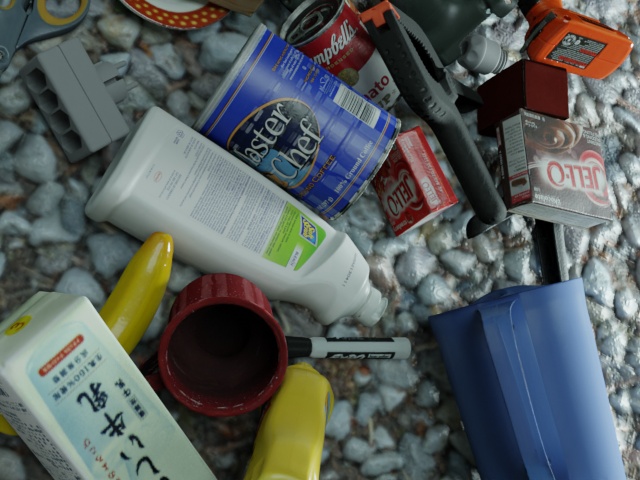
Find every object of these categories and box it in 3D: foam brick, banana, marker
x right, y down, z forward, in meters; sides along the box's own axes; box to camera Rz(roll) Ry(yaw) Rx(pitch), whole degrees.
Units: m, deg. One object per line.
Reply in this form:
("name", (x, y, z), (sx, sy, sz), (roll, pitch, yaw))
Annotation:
("foam brick", (0.190, -0.131, 1.010), (0.052, 0.078, 0.051), (8, 73, -23))
("banana", (-0.170, 0.077, 0.776), (0.037, 0.069, 0.197), (30, 62, 31))
("marker", (0.019, 0.090, 0.891), (0.120, 0.020, 0.020), (4, 73, -25))

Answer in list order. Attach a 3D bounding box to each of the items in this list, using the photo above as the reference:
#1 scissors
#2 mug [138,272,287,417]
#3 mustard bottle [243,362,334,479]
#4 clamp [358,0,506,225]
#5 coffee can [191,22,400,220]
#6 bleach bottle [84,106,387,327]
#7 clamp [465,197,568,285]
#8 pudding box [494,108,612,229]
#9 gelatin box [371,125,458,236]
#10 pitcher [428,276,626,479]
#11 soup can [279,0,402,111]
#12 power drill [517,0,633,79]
("scissors", (-0.234, -0.146, 0.842), (0.096, 0.016, 0.202), (8, 71, -24))
("mug", (-0.084, 0.079, 0.800), (0.117, 0.081, 0.093), (-29, 107, 2))
("mustard bottle", (-0.023, 0.150, 0.789), (0.058, 0.096, 0.191), (13, 28, 0))
("clamp", (0.099, -0.131, 0.921), (0.209, 0.036, 0.164), (50, 26, -33))
("coffee can", (-0.020, -0.096, 0.877), (0.140, 0.103, 0.102), (33, 63, -10))
("bleach bottle", (-0.056, 0.001, 0.858), (0.250, 0.068, 0.102), (33, 61, -16))
("clamp", (0.213, -0.028, 1.012), (0.120, 0.039, 0.171), (47, 59, -18))
("pudding box", (0.213, -0.063, 0.974), (0.113, 0.039, 0.090), (8, 68, -34))
("gelatin box", (0.075, -0.050, 0.920), (0.030, 0.089, 0.073), (-23, 85, -19))
("pitcher", (0.180, 0.157, 0.882), (0.149, 0.145, 0.243), (-10, 82, -32))
("soup can", (0.021, -0.158, 0.923), (0.102, 0.069, 0.068), (45, 58, -33))
("power drill", (0.235, -0.245, 1.051), (0.184, 0.057, 0.188), (6, 49, -30))
